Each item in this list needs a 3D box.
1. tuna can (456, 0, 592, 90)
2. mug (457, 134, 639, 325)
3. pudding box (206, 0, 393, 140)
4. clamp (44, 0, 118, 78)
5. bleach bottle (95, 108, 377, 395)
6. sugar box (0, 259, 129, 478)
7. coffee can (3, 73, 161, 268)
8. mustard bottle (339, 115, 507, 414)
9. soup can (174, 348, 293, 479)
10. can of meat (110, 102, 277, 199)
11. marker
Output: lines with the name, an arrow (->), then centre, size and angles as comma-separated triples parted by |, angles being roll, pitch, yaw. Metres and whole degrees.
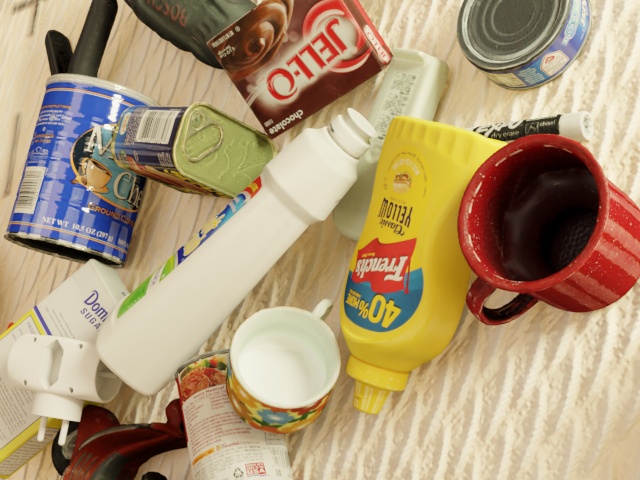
tuna can -> 0.134, -0.146, 0.712 | 0.086, 0.033, 0.086 | -15, 65, 35
mug -> 0.133, 0.004, 0.627 | 0.117, 0.081, 0.093 | -53, 50, 11
pudding box -> -0.015, -0.142, 0.799 | 0.114, 0.039, 0.090 | -29, 98, 30
clamp -> -0.237, -0.143, 1.009 | 0.120, 0.039, 0.171 | -6, 71, 57
bleach bottle -> -0.055, 0.001, 0.765 | 0.251, 0.068, 0.102 | -44, 10, 19
sugar box -> -0.221, 0.106, 0.873 | 0.176, 0.048, 0.093 | -37, 67, 6
coffee can -> -0.199, -0.057, 0.903 | 0.103, 0.102, 0.140 | 4, 77, 40
mustard bottle -> 0.057, 0.020, 0.689 | 0.096, 0.058, 0.192 | 23, 98, 54
soup can -> -0.060, 0.135, 0.745 | 0.069, 0.068, 0.102 | -30, 58, 27
can of meat -> -0.099, -0.068, 0.829 | 0.084, 0.101, 0.057 | 9, 80, 42
marker -> 0.120, -0.069, 0.705 | 0.121, 0.020, 0.020 | -4, 72, 38
